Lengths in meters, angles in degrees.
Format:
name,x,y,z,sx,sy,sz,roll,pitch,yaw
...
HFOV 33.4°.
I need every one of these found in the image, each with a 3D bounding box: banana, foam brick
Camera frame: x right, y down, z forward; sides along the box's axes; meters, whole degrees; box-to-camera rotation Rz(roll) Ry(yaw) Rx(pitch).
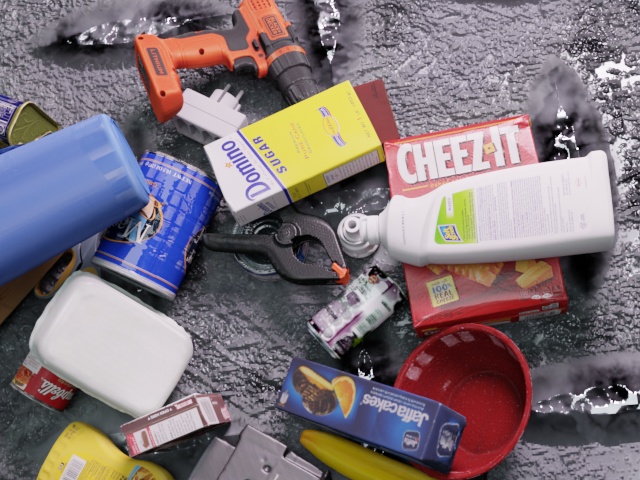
name,x,y,z,sx,sy,sz,roll,pitch,yaw
banana,0.069,0.240,1.104,0.198,0.069,0.037,14,59,35
foam brick,0.059,-0.135,1.213,0.053,0.051,0.078,-15,74,6

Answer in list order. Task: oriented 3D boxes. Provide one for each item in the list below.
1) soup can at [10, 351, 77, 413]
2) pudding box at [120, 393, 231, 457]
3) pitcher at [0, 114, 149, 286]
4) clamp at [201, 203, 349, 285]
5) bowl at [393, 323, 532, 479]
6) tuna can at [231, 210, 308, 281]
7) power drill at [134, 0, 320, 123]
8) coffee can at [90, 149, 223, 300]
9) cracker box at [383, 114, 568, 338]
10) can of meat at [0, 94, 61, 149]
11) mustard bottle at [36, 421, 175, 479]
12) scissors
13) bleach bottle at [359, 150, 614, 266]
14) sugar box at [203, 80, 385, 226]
name,x,y,z,sx,sy,sz,roll,pitch,yaw
soup can,-0.293,0.134,1.203,0.068,0.068,0.102,29,82,16
pudding box,-0.152,0.196,1.137,0.090,0.113,0.039,-24,78,4
pitcher,-0.311,-0.042,1.121,0.243,0.145,0.149,-26,89,-3
clamp,-0.034,-0.013,1.171,0.171,0.039,0.120,25,85,16
bowl,0.153,0.169,1.087,0.162,0.055,0.162,-18,58,32
tuna can,-0.058,0.001,1.210,0.086,0.033,0.086,-3,75,10
power drill,-0.107,-0.195,1.224,0.187,0.057,0.184,-17,59,-17
coffee can,-0.182,-0.017,1.202,0.103,0.102,0.140,22,81,15
cracker box,0.165,-0.015,1.151,0.164,0.072,0.214,-10,74,7
can of meat,-0.372,-0.138,1.271,0.084,0.102,0.057,20,80,17
mustard bottle,-0.210,0.280,1.155,0.192,0.058,0.096,26,81,16
scissors,-0.255,0.002,1.256,0.096,0.016,0.201,41,87,20
bleach bottle,0.165,-0.028,1.085,0.251,0.068,0.102,-5,73,11
sugar box,-0.029,-0.095,1.159,0.176,0.048,0.093,-24,65,-2
